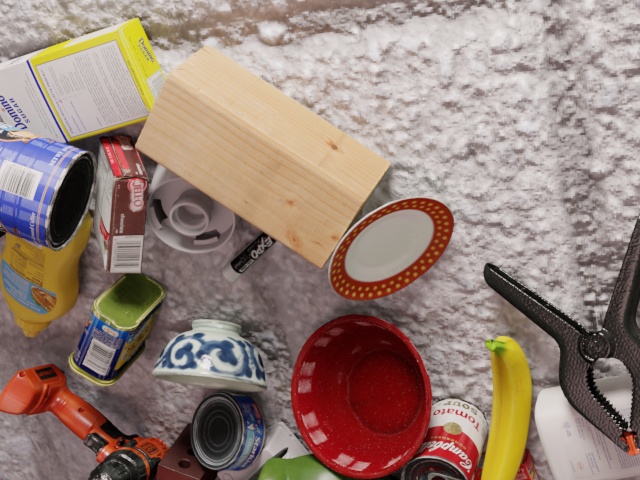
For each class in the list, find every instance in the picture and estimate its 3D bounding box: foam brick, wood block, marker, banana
[{"bbox_3d":[-0.147,0.257,1.210,0.053,0.078,0.051,19,123,11],"label":"foam brick"},{"bbox_3d":[-0.052,-0.079,0.985,0.206,0.090,0.090,33,123,2],"label":"wood block"},{"bbox_3d":[-0.057,0.001,1.072,0.020,0.020,0.121,45,123,-6],"label":"marker"},{"bbox_3d":[0.177,0.169,1.042,0.037,0.069,0.198,22,124,46],"label":"banana"}]

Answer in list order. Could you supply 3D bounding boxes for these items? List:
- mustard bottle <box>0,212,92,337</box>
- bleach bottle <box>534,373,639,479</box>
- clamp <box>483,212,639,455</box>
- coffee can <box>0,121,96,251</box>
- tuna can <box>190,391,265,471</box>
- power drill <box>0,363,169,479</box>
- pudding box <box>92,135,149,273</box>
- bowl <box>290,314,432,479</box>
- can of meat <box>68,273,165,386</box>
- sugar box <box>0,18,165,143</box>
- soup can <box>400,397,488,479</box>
[{"bbox_3d":[-0.304,0.031,1.157,0.096,0.058,0.192,30,127,15],"label":"mustard bottle"},{"bbox_3d":[0.333,0.166,0.984,0.251,0.068,0.102,-14,109,25],"label":"bleach bottle"},{"bbox_3d":[0.241,0.090,0.961,0.165,0.036,0.210,-13,89,31],"label":"clamp"},{"bbox_3d":[-0.303,-0.060,1.036,0.140,0.102,0.103,19,122,6],"label":"coffee can"},{"bbox_3d":[-0.102,0.208,1.164,0.086,0.033,0.086,-10,75,39],"label":"tuna can"},{"bbox_3d":[-0.265,0.216,1.186,0.188,0.184,0.057,36,93,8],"label":"power drill"},{"bbox_3d":[-0.200,-0.036,1.066,0.039,0.090,0.114,0,123,-21],"label":"pudding box"},{"bbox_3d":[0.051,0.154,1.068,0.162,0.055,0.162,-2,87,33],"label":"bowl"},{"bbox_3d":[-0.214,0.092,1.134,0.057,0.102,0.084,30,121,4],"label":"can of meat"},{"bbox_3d":[-0.239,-0.148,1.048,0.176,0.048,0.093,-9,115,29],"label":"sugar box"},{"bbox_3d":[0.126,0.213,1.065,0.068,0.102,0.068,9,120,17],"label":"soup can"}]
